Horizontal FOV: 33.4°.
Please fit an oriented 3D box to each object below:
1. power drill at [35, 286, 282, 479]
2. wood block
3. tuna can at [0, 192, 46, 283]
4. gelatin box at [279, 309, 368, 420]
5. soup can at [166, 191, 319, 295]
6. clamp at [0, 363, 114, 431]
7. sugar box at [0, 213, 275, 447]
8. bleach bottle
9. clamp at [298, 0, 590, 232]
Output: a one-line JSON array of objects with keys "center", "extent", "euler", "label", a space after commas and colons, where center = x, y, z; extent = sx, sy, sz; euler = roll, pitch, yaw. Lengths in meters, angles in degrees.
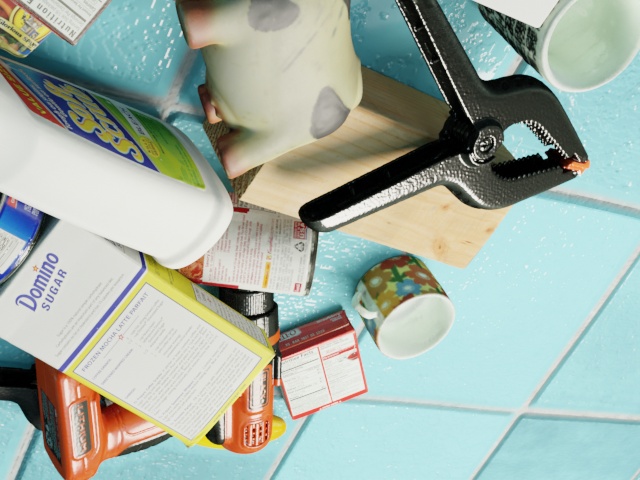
[{"center": [-0.115, 0.096, 0.802], "extent": [0.187, 0.057, 0.184], "euler": [-11, 115, -29], "label": "power drill"}, {"center": [0.035, -0.061, 0.750], "extent": [0.205, 0.091, 0.090], "euler": [17, 119, -35], "label": "wood block"}, {"center": [-0.211, -0.012, 0.673], "extent": [0.086, 0.086, 0.033], "euler": [-45, 130, 14], "label": "tuna can"}, {"center": [-0.002, 0.108, 0.920], "extent": [0.073, 0.030, 0.089], "euler": [-20, 134, -7], "label": "gelatin box"}, {"center": [-0.055, 0.001, 0.753], "extent": [0.102, 0.068, 0.068], "euler": [7, 127, -5], "label": "soup can"}, {"center": [-0.214, 0.108, 0.809], "extent": [0.120, 0.039, 0.171], "euler": [-30, 131, 1], "label": "clamp"}, {"center": [-0.127, 0.057, 0.711], "extent": [0.176, 0.048, 0.093], "euler": [38, 98, -23], "label": "sugar box"}, {"center": [-0.156, -0.054, 0.607], "extent": [0.068, 0.103, 0.250], "euler": [-43, 153, 15], "label": "bleach bottle"}, {"center": [0.096, -0.077, 0.685], "extent": [0.209, 0.036, 0.165], "euler": [2, 117, -31], "label": "clamp"}]
